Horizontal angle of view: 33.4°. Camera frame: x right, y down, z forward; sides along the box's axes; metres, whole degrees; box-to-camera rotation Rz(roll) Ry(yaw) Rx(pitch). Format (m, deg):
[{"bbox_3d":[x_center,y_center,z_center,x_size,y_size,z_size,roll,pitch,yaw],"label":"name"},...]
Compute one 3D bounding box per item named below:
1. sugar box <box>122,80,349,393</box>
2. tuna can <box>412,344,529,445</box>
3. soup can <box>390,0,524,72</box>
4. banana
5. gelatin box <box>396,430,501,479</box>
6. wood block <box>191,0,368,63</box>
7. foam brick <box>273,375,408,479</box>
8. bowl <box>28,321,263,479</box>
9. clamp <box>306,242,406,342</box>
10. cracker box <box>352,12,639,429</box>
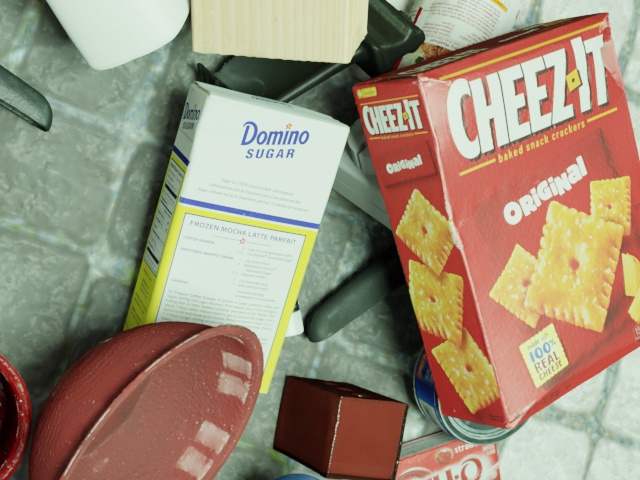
[{"bbox_3d":[-0.054,0.001,0.642,0.093,0.048,0.176,11,102,-27],"label":"sugar box"},{"bbox_3d":[0.108,0.094,0.723,0.086,0.034,0.086,-5,102,-22],"label":"tuna can"},{"bbox_3d":[0.091,-0.139,0.712,0.068,0.069,0.102,27,81,-24],"label":"soup can"},{"bbox_3d":[-0.102,0.188,0.662,0.069,0.037,0.198,-24,103,-2],"label":"banana"},{"bbox_3d":[0.084,0.175,0.750,0.089,0.030,0.073,-12,98,-24],"label":"gelatin box"},{"bbox_3d":[-0.018,-0.210,0.580,0.091,0.090,0.206,5,113,8],"label":"wood block"},{"bbox_3d":[0.012,0.120,0.687,0.052,0.078,0.051,10,89,-28],"label":"foam brick"},{"bbox_3d":[-0.103,0.101,0.579,0.162,0.055,0.162,-43,153,-29],"label":"bowl"},{"bbox_3d":[0.083,-0.001,0.734,0.164,0.036,0.210,13,91,-26],"label":"clamp"},{"bbox_3d":[0.127,-0.016,0.657,0.163,0.072,0.214,-23,104,-32],"label":"cracker box"}]
